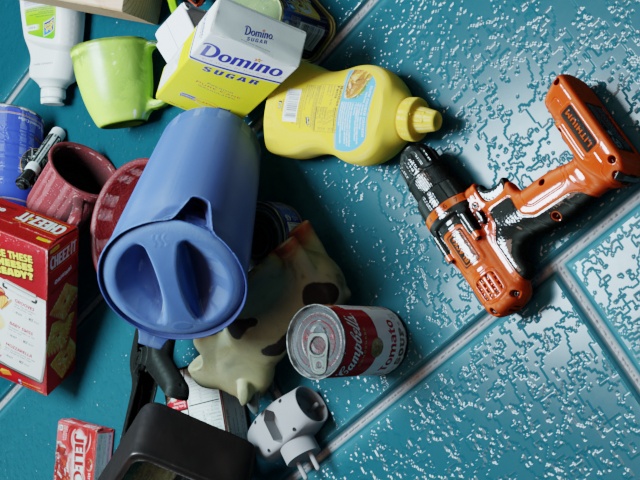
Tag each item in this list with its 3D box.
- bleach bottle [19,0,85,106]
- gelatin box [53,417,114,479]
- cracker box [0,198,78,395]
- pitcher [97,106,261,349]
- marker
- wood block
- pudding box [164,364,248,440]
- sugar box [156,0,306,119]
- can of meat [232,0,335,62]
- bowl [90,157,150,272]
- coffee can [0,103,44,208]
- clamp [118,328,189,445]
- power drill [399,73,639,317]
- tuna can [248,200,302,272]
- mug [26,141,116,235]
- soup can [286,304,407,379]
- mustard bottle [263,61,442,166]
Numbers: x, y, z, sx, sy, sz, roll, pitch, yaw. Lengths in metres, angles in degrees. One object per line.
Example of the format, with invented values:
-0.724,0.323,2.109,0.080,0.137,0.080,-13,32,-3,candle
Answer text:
-0.342,-0.297,1.352,0.103,0.067,0.251,0,88,37,bleach bottle
-0.285,0.263,1.280,0.073,0.030,0.089,5,90,39,gelatin box
-0.372,0.059,1.265,0.164,0.072,0.214,19,123,15,cracker box
-0.127,-0.020,1.034,0.149,0.145,0.242,-21,31,18,pitcher
-0.346,-0.101,1.317,0.020,0.020,0.121,-32,25,33,marker
-0.293,-0.320,1.250,0.206,0.090,0.090,13,94,17,wood block
-0.123,0.187,1.150,0.090,0.039,0.113,-19,76,37,pudding box
-0.092,-0.171,1.059,0.176,0.093,0.048,-27,47,63,sugar box
-0.046,-0.236,1.093,0.057,0.083,0.102,-51,59,24,can of meat
-0.188,-0.009,1.206,0.162,0.055,0.162,-5,82,38,bowl
-0.401,-0.087,1.342,0.103,0.102,0.140,-19,64,36,coffee can
-0.185,0.144,1.154,0.165,0.036,0.210,-58,27,30,clamp
0.168,-0.054,0.924,0.188,0.057,0.184,-45,64,30,power drill
-0.057,0.001,1.114,0.086,0.033,0.086,-4,84,39,tuna can
-0.298,-0.050,1.273,0.082,0.093,0.117,-50,35,30,mug
0.026,0.094,0.995,0.069,0.102,0.068,-4,84,39,soup can
0.034,-0.122,1.035,0.192,0.058,0.096,10,87,39,mustard bottle
